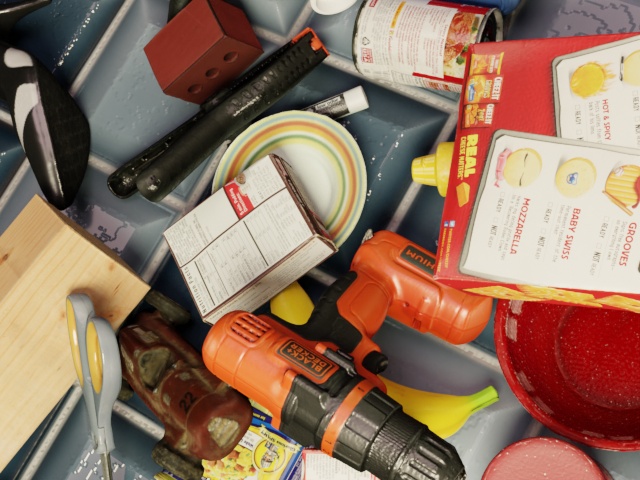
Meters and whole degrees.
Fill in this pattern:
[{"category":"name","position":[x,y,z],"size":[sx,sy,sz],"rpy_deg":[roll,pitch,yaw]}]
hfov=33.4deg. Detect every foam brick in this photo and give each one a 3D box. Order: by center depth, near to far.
[{"category":"foam brick","position":[-0.098,-0.158,0.887],"size":[0.078,0.052,0.051],"rpy_deg":[-37,65,26]}]

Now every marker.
[{"category":"marker","position":[-0.020,-0.096,0.870],"size":[0.121,0.020,0.020],"rpy_deg":[-20,66,10]}]

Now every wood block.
[{"category":"wood block","position":[-0.242,0.079,0.825],"size":[0.206,0.090,0.091],"rpy_deg":[-51,35,-4]}]

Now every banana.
[{"category":"banana","position":[0.029,0.094,0.780],"size":[0.198,0.037,0.069],"rpy_deg":[29,63,23]}]

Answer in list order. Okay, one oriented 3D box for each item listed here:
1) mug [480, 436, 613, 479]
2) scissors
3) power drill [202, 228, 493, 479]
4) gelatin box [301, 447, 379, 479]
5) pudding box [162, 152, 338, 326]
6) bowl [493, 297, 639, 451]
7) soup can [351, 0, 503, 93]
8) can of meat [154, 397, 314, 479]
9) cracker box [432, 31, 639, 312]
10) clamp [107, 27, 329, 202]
[{"category":"mug","position":[0.150,0.182,0.680],"size":[0.093,0.081,0.117],"rpy_deg":[-25,65,8]},{"category":"scissors","position":[-0.152,0.135,0.762],"size":[0.016,0.096,0.202],"rpy_deg":[-11,89,-27]},{"category":"power drill","position":[0.043,0.075,0.706],"size":[0.184,0.187,0.057],"rpy_deg":[31,127,18]},{"category":"gelatin box","position":[0.034,0.154,0.723],"size":[0.073,0.089,0.030],"rpy_deg":[-1,80,17]},{"category":"pudding box","position":[-0.055,0.001,0.811],"size":[0.113,0.039,0.090],"rpy_deg":[-37,59,13]},{"category":"bowl","position":[0.201,0.065,0.720],"size":[0.162,0.055,0.162],"rpy_deg":[-6,69,16]},{"category":"soup can","position":[0.083,-0.154,0.831],"size":[0.102,0.068,0.068],"rpy_deg":[14,76,23]},{"category":"can of meat","position":[-0.055,0.159,0.769],"size":[0.102,0.057,0.084],"rpy_deg":[24,78,24]},{"category":"cracker box","position":[0.187,-0.041,0.661],"size":[0.214,0.072,0.164],"rpy_deg":[3,79,35]},{"category":"clamp","position":[-0.077,-0.096,0.839],"size":[0.210,0.165,0.036],"rpy_deg":[-38,105,-6]}]
